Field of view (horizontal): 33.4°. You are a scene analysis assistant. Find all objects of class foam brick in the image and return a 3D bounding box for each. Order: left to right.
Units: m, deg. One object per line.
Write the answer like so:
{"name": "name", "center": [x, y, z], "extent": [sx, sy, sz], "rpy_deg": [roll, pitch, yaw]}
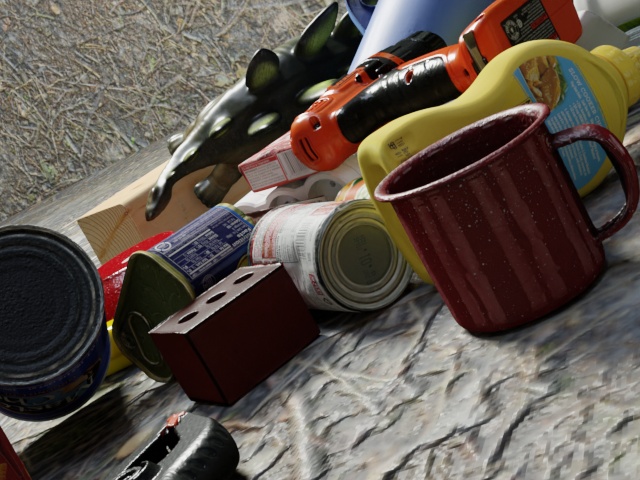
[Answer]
{"name": "foam brick", "center": [-0.050, 0.055, 0.636], "extent": [0.078, 0.051, 0.053], "rpy_deg": [-36, 14, -30]}

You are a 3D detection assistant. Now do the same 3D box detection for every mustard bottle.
{"name": "mustard bottle", "center": [0.119, -0.060, 0.615], "extent": [0.191, 0.096, 0.058], "rpy_deg": [-33, 12, -19]}

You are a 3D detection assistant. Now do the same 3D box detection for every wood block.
{"name": "wood block", "center": [-0.145, -0.041, 1.147], "extent": [0.091, 0.090, 0.205], "rpy_deg": [-15, 19, 46]}

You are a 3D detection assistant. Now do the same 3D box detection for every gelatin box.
{"name": "gelatin box", "center": [-0.014, -0.075, 0.873], "extent": [0.089, 0.030, 0.073], "rpy_deg": [-13, 19, 48]}

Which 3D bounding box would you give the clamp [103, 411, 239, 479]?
{"name": "clamp", "center": [-0.070, 0.116, 0.463], "extent": [0.120, 0.039, 0.171], "rpy_deg": [-23, 14, 21]}

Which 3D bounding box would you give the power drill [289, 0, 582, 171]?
{"name": "power drill", "center": [0.086, -0.123, 0.752], "extent": [0.188, 0.057, 0.184], "rpy_deg": [-20, 19, 48]}

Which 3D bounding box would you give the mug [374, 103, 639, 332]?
{"name": "mug", "center": [0.095, -0.014, 0.514], "extent": [0.117, 0.081, 0.093], "rpy_deg": [-24, 13, 23]}

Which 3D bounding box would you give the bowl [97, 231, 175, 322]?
{"name": "bowl", "center": [-0.155, 0.038, 0.933], "extent": [0.162, 0.055, 0.162], "rpy_deg": [-28, 13, 7]}

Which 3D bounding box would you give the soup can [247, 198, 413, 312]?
{"name": "soup can", "center": [0.005, 0.009, 0.660], "extent": [0.068, 0.068, 0.102], "rpy_deg": [-34, 14, -22]}

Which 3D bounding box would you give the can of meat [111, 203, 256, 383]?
{"name": "can of meat", "center": [-0.086, 0.034, 0.717], "extent": [0.083, 0.057, 0.102], "rpy_deg": [-37, -22, -43]}

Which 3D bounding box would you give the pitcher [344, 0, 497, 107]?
{"name": "pitcher", "center": [0.102, -0.210, 0.963], "extent": [0.149, 0.144, 0.242], "rpy_deg": [2, 63, 59]}

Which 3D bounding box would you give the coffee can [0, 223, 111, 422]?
{"name": "coffee can", "center": [-0.193, 0.059, 0.711], "extent": [0.102, 0.103, 0.140], "rpy_deg": [-33, -10, -18]}
